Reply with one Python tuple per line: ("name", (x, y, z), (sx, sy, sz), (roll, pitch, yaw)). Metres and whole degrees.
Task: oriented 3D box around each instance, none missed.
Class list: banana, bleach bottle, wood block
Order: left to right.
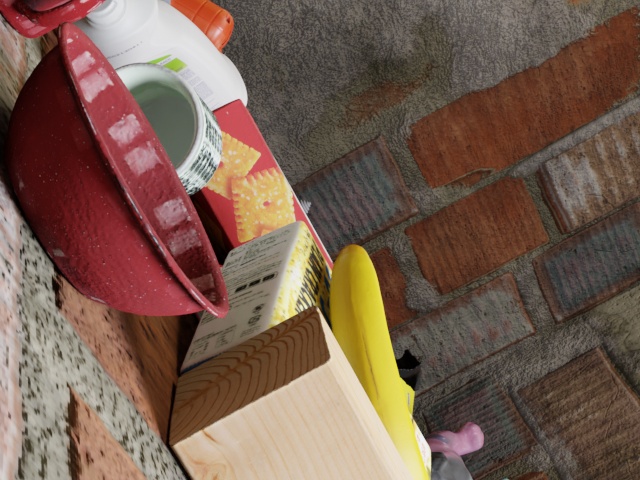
("bleach bottle", (-0.134, -0.152, 0.868), (0.068, 0.102, 0.250), (62, 1, 13))
("wood block", (0.010, 0.153, 0.576), (0.206, 0.091, 0.090), (61, 3, -15))
("banana", (0.032, 0.084, 0.668), (0.069, 0.037, 0.198), (61, 15, -66))

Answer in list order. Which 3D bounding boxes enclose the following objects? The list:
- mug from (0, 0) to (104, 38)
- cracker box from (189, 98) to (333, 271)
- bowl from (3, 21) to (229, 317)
("mug", (-0.165, -0.171, 0.661), (0.117, 0.081, 0.093), (63, 3, 37))
("cracker box", (-0.056, 0.001, 0.878), (0.213, 0.072, 0.164), (62, -13, -6))
("bowl", (-0.106, -0.022, 0.522), (0.162, 0.055, 0.162), (62, 2, -4))
